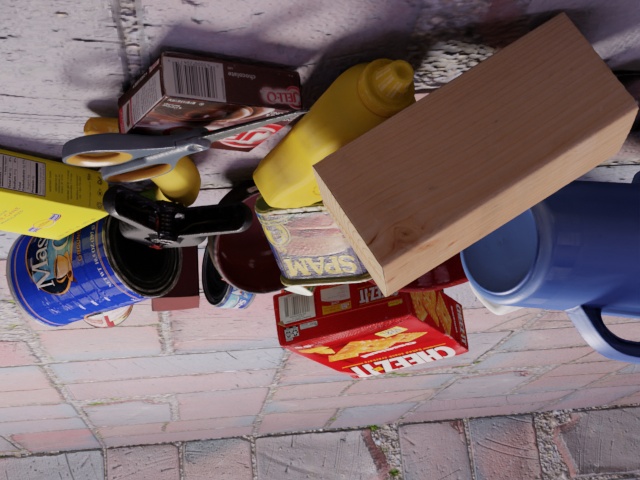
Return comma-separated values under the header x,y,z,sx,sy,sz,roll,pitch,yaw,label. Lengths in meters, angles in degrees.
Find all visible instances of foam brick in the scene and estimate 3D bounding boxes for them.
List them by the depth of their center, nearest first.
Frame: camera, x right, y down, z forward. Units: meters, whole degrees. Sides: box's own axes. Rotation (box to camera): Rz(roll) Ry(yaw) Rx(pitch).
x,y,z,sx,sy,sz,roll,pitch,yaw,label
-0.155,0.031,1.134,0.051,0.078,0.053,-1,163,-9,foam brick

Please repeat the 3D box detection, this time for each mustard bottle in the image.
x,y,z,sx,sy,sz,roll,pitch,yaw,label
0.021,-0.087,0.816,0.096,0.058,0.192,-24,172,-28,mustard bottle

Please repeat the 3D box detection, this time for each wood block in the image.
x,y,z,sx,sy,sz,roll,pitch,yaw,label
0.108,-0.058,0.759,0.206,0.091,0.090,-32,163,-4,wood block

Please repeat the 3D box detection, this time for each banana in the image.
x,y,z,sx,sy,sz,roll,pitch,yaw,label
-0.141,-0.060,0.906,0.069,0.037,0.198,-8,163,2,banana

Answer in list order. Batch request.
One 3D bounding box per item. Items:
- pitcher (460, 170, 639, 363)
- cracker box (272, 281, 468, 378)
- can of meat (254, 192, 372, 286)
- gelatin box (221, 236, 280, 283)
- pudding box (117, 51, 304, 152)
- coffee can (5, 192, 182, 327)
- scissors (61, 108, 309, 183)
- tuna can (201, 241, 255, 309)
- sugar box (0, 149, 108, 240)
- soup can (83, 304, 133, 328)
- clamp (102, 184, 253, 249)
x,y,z,sx,sy,sz,roll,pitch,yaw,label
0.247,0.017,0.951,0.242,0.149,0.145,3,117,-36,pitcher
0.065,0.102,1.266,0.164,0.072,0.213,-16,157,21,cracker box
0.000,-0.011,0.946,0.102,0.057,0.084,-4,125,26,can of meat
-0.057,0.001,1.074,0.089,0.073,0.030,-7,164,7,gelatin box
-0.082,-0.099,0.790,0.113,0.039,0.090,5,161,-30,pudding box
-0.220,0.021,1.035,0.141,0.103,0.102,-17,160,33,coffee can
-0.109,-0.073,0.766,0.096,0.016,0.202,8,163,-42,scissors
-0.096,0.030,1.134,0.033,0.086,0.086,5,160,-29,tuna can
-0.278,-0.042,0.906,0.175,0.048,0.094,8,159,-42,sugar box
-0.247,0.055,1.200,0.068,0.068,0.102,-3,163,-7,soup can
-0.140,-0.018,0.917,0.120,0.039,0.172,15,165,-22,clamp
